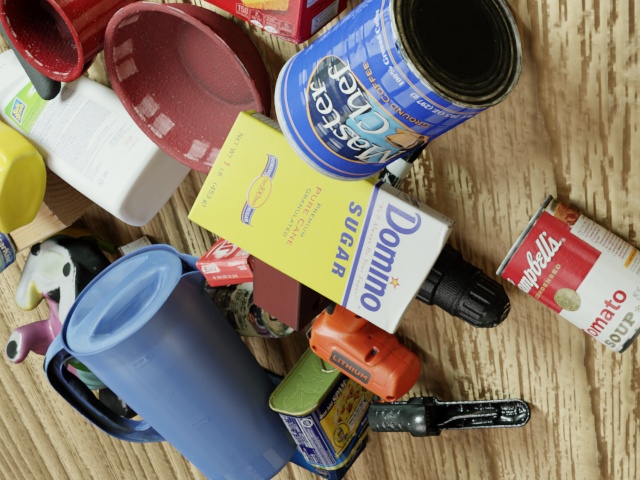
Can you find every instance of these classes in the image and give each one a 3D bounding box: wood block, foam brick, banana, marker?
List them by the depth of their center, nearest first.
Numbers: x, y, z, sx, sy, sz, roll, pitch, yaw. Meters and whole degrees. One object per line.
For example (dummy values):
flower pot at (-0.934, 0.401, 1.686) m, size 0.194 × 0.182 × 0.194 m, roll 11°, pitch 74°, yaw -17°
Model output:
marker at (0.048, -0.038, 0.811) m, size 0.020 × 0.020 × 0.121 m, roll 36°, pitch 117°, yaw 9°
foam brick at (-0.020, 0.024, 0.870) m, size 0.051 × 0.052 × 0.078 m, roll 31°, pitch 141°, yaw 25°
wood block at (-0.310, -0.051, 1.132) m, size 0.091 × 0.090 × 0.207 m, roll 52°, pitch 144°, yaw -15°
banana at (-0.302, 0.025, 1.250) m, size 0.069 × 0.037 × 0.198 m, roll 48°, pitch 145°, yaw -7°

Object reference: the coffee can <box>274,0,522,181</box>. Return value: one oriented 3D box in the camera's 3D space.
coffee can at (0.048, -0.109, 0.706) m, size 0.103 × 0.102 × 0.141 m, roll 49°, pitch 145°, yaw -10°

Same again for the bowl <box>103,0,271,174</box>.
bowl at (-0.096, -0.132, 0.862) m, size 0.162 × 0.055 × 0.162 m, roll 24°, pitch 141°, yaw 22°

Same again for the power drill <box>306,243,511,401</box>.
power drill at (0.063, 0.056, 0.908) m, size 0.184 × 0.057 × 0.188 m, roll 34°, pitch 142°, yaw 20°

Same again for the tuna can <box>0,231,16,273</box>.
tuna can at (-0.367, 0.002, 1.136) m, size 0.086 × 0.033 × 0.086 m, roll 26°, pitch 143°, yaw 22°

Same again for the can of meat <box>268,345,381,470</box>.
can of meat at (0.009, 0.157, 1.029) m, size 0.058 × 0.102 × 0.084 m, roll 4°, pitch 132°, yaw 41°

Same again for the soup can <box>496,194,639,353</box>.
soup can at (0.184, 0.024, 0.744) m, size 0.102 × 0.068 × 0.069 m, roll 35°, pitch 145°, yaw 11°

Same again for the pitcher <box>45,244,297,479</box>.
pitcher at (-0.132, 0.135, 1.017) m, size 0.149 × 0.144 × 0.242 m, roll -1°, pitch 135°, yaw 43°

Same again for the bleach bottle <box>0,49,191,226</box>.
bleach bottle at (-0.234, -0.118, 0.997) m, size 0.251 × 0.102 × 0.068 m, roll 36°, pitch 178°, yaw 26°

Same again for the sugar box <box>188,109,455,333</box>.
sugar box at (0.001, -0.015, 0.789) m, size 0.176 × 0.048 × 0.093 m, roll 29°, pitch 103°, yaw 7°

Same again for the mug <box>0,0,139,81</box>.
mug at (-0.206, -0.184, 0.894) m, size 0.093 × 0.081 × 0.117 m, roll 29°, pitch 143°, yaw 19°

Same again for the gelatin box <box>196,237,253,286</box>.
gelatin box at (-0.056, 0.001, 0.937) m, size 0.073 × 0.089 × 0.030 m, roll -6°, pitch 123°, yaw 48°

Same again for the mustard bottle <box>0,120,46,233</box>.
mustard bottle at (-0.337, -0.096, 1.001) m, size 0.192 × 0.058 × 0.096 m, roll 39°, pitch 138°, yaw 23°

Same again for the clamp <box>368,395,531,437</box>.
clamp at (0.089, 0.158, 0.956) m, size 0.120 × 0.039 × 0.172 m, roll 9°, pitch 165°, yaw -35°
